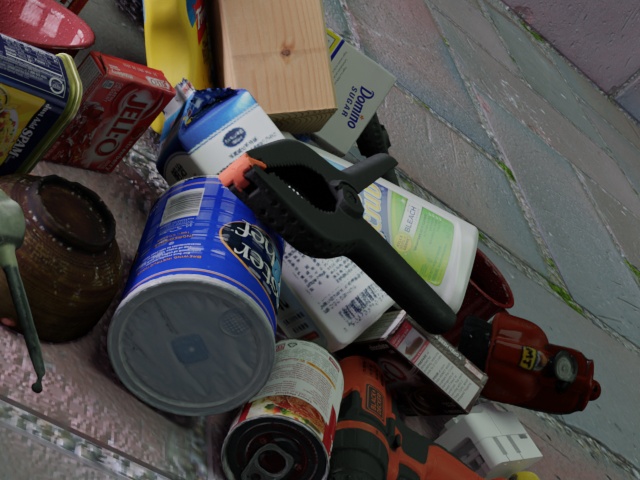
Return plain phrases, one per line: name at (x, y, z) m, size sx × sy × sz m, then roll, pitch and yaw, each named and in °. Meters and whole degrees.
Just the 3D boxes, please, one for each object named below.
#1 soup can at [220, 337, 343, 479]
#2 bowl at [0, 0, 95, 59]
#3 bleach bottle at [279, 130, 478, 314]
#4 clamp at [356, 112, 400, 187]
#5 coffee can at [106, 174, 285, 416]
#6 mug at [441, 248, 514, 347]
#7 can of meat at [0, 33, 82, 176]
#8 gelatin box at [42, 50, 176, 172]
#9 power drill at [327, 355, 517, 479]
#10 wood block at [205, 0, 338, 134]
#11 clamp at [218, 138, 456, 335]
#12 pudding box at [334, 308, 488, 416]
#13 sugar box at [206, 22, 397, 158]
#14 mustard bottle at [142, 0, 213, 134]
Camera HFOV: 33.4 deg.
soup can at (-0.022, 0.117, 0.704) m, size 0.068 × 0.069 × 0.102 m, roll 41°, pitch 22°, yaw -11°
bowl at (-0.242, -0.144, 0.742) m, size 0.162 × 0.055 × 0.162 m, roll 21°, pitch 20°, yaw -8°
bleach bottle at (0.010, -0.020, 0.916) m, size 0.250 × 0.068 × 0.102 m, roll 26°, pitch 61°, yaw -13°
clamp at (0.061, -0.100, 1.176) m, size 0.171 × 0.039 × 0.120 m, roll 64°, pitch 2°, yaw -48°
coffee can at (-0.077, 0.032, 0.705) m, size 0.102 × 0.103 × 0.140 m, roll 38°, pitch 24°, yaw -18°
mug at (0.138, 0.063, 1.051) m, size 0.117 × 0.082 × 0.093 m, roll 43°, pitch 23°, yaw -6°
can of meat at (-0.214, -0.084, 0.667) m, size 0.083 × 0.102 × 0.057 m, roll 18°, pitch 36°, yaw -45°
gelatin box at (-0.161, -0.093, 0.787) m, size 0.073 × 0.089 × 0.030 m, roll 9°, pitch 42°, yaw -55°
power drill at (0.075, 0.183, 0.772) m, size 0.187 × 0.057 × 0.184 m, roll 40°, pitch 23°, yaw -14°
wood block at (-0.051, -0.201, 0.933) m, size 0.090 × 0.090 × 0.206 m, roll 147°, pitch -64°, yaw -76°
clamp at (0.016, -0.013, 0.762) m, size 0.209 × 0.036 × 0.164 m, roll 13°, pitch 46°, yaw -50°
pudding box at (0.069, 0.099, 0.851) m, size 0.090 × 0.114 × 0.039 m, roll 41°, pitch 67°, yaw -10°
sugar box at (-0.026, -0.164, 1.009) m, size 0.176 × 0.093 × 0.048 m, roll 36°, pitch -6°, yaw -9°
mustard bottle at (-0.124, -0.193, 0.910) m, size 0.096 × 0.058 × 0.192 m, roll -77°, pitch 165°, yaw -71°
